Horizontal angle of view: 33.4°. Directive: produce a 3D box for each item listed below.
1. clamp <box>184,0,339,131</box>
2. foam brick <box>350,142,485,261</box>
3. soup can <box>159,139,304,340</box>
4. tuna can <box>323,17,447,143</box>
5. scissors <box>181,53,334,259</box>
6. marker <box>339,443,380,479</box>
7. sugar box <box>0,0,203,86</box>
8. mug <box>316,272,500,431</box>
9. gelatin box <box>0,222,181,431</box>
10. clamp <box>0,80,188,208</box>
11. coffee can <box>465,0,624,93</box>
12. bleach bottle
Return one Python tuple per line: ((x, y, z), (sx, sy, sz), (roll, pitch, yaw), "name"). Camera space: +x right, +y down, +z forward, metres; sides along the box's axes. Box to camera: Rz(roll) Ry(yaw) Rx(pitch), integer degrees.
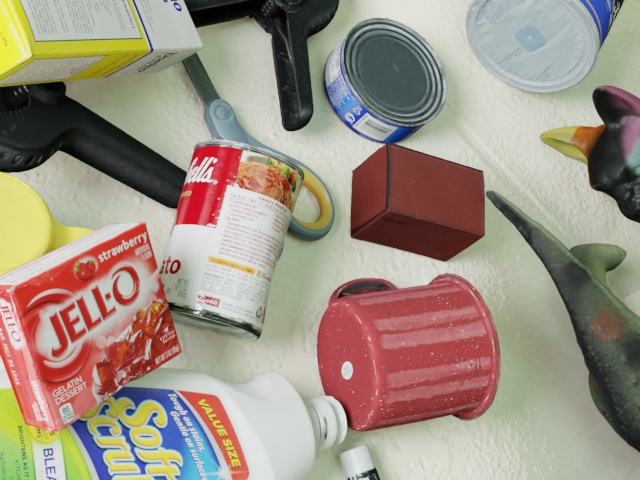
((-0.041, -0.164, 0.728), (0.120, 0.039, 0.171), (33, 49, -23), "clamp")
((0.066, -0.025, 0.722), (0.078, 0.053, 0.051), (15, 63, -24), "foam brick")
((-0.054, 0.001, 0.623), (0.068, 0.069, 0.102), (19, 77, -21), "soup can")
((0.045, -0.113, 0.760), (0.086, 0.034, 0.086), (11, 64, -25), "tuna can")
((-0.048, -0.075, 0.704), (0.096, 0.016, 0.202), (-3, 71, -32), "scissors")
((0.041, 0.182, 0.640), (0.020, 0.020, 0.121), (-13, 76, -33), "marker")
((-0.138, -0.136, 0.586), (0.093, 0.048, 0.176), (67, 22, -1), "sugar box")
((0.045, 0.063, 0.660), (0.081, 0.093, 0.117), (-6, 42, -26), "mug")
((-0.114, 0.040, 0.519), (0.089, 0.030, 0.073), (-31, 113, -47), "gelatin box")
((-0.164, -0.092, 0.594), (0.209, 0.036, 0.164), (-3, 64, -58), "clamp")
((0.186, -0.198, 0.833), (0.102, 0.103, 0.140), (39, 56, -9), "coffee can")
((-0.099, 0.106, 0.571), (0.250, 0.068, 0.102), (-4, 71, -33), "bleach bottle")
